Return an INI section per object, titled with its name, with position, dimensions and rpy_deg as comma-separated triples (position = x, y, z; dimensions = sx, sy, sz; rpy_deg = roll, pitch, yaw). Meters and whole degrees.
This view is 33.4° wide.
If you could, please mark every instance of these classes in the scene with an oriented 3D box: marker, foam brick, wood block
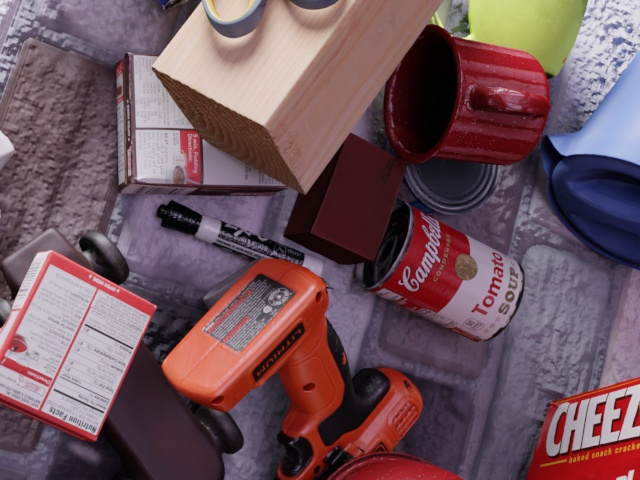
[marker]
position = -0.055, 0.001, 0.728
dimensions = 0.121, 0.020, 0.020
rpy_deg = 22, 76, -20
[foam brick]
position = 0.017, -0.028, 0.744
dimensions = 0.053, 0.051, 0.078
rpy_deg = 26, 75, -20
[wood block]
position = 0.004, -0.145, 0.657
dimensions = 0.091, 0.090, 0.206
rpy_deg = 29, 77, 26

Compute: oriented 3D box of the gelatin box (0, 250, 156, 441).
[gelatin box]
position = -0.147, 0.061, 0.613
dimensions = 0.073, 0.030, 0.089
rpy_deg = 31, 72, -26

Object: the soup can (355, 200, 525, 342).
[soup can]
position = 0.085, 0.024, 0.760
dimensions = 0.102, 0.069, 0.068
rpy_deg = 26, 75, -20

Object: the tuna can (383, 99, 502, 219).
[tuna can]
position = 0.089, -0.059, 0.788
dimensions = 0.086, 0.034, 0.086
rpy_deg = 2, 84, -23

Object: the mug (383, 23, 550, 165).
[mug]
position = 0.107, -0.094, 0.719
dimensions = 0.081, 0.117, 0.093
rpy_deg = 4, 93, -28

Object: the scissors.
[scissors]
position = -0.019, -0.208, 0.628
dimensions = 0.096, 0.016, 0.201
rpy_deg = 6, 71, 15

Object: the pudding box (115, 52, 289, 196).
[pudding box]
position = -0.078, -0.077, 0.715
dimensions = 0.113, 0.039, 0.090
rpy_deg = 0, 84, -25

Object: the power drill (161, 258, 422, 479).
[power drill]
position = -0.024, 0.117, 0.669
dimensions = 0.184, 0.057, 0.187
rpy_deg = -48, 137, -21
